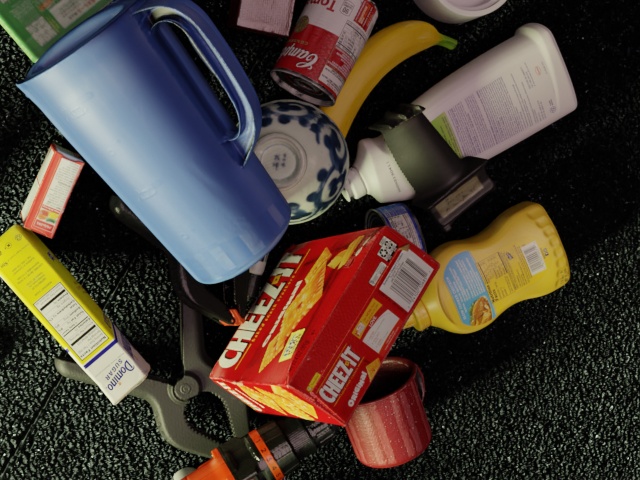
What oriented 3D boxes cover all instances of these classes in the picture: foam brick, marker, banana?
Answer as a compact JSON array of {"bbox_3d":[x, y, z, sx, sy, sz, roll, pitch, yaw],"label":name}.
[{"bbox_3d":[-0.053,-0.234,1.003,0.051,0.053,0.078,8,98,-16],"label":"foam brick"},{"bbox_3d":[-0.057,0.001,1.057,0.020,0.020,0.121,14,95,-17],"label":"marker"},{"bbox_3d":[0.050,-0.155,1.052,0.197,0.037,0.069,-43,105,-5],"label":"banana"}]

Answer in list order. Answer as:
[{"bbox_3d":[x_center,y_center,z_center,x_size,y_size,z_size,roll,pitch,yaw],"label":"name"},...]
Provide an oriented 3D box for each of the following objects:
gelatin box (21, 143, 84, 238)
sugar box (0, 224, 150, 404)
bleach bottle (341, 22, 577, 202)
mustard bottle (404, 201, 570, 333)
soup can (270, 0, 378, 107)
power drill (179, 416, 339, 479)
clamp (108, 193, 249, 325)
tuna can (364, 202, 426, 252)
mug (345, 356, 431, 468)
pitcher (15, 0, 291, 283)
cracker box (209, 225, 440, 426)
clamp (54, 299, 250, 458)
[{"bbox_3d":[-0.241,-0.046,0.962,0.030,0.089,0.073,23,92,-19],"label":"gelatin box"},{"bbox_3d":[-0.226,0.065,0.964,0.048,0.093,0.176,-43,95,-6],"label":"sugar box"},{"bbox_3d":[0.127,-0.117,1.067,0.250,0.068,0.102,-28,107,-7],"label":"bleach bottle"},{"bbox_3d":[0.158,0.041,1.101,0.191,0.058,0.096,-27,106,-10],"label":"mustard bottle"},{"bbox_3d":[0.005,-0.187,1.012,0.068,0.069,0.102,29,82,-18],"label":"soup can"},{"bbox_3d":[-0.046,0.250,1.037,0.184,0.057,0.187,-29,135,-8],"label":"power drill"},{"bbox_3d":[-0.125,0.007,1.006,0.120,0.039,0.171,-20,95,-23],"label":"clamp"},{"bbox_3d":[0.075,0.007,1.059,0.033,0.086,0.086,-15,102,-15],"label":"tuna can"},{"bbox_3d":[0.070,0.170,1.091,0.117,0.093,0.081,-39,116,-45],"label":"mug"},{"bbox_3d":[-0.124,-0.086,0.905,0.145,0.149,0.242,-41,112,-10],"label":"pitcher"},{"bbox_3d":[-0.005,0.076,0.965,0.072,0.214,0.164,37,72,-17],"label":"cracker box"},{"bbox_3d":[-0.145,0.144,1.046,0.164,0.036,0.210,-32,102,-7],"label":"clamp"}]
